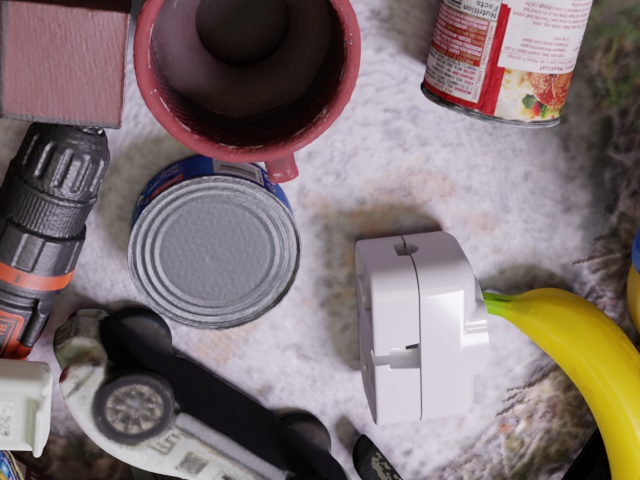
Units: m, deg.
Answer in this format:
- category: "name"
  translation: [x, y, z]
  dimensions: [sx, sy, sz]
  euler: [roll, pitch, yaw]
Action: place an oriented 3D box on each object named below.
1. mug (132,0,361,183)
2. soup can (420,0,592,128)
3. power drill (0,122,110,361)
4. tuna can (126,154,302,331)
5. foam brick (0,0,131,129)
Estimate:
- category: "mug"
  translation: [-0.031, -0.082, 0.472]
  dimensions: [0.093, 0.081, 0.117]
  euler: [-19, 117, 1]
- category: "soup can"
  translation: [0.089, -0.110, 0.483]
  dimensions: [0.068, 0.068, 0.102]
  euler: [6, 115, -11]
- category: "power drill"
  translation: [-0.209, -0.006, 0.498]
  dimensions: [0.187, 0.057, 0.185]
  euler: [22, 111, -18]
- category: "tuna can"
  translation: [-0.054, 0.001, 0.537]
  dimensions: [0.086, 0.034, 0.086]
  euler: [-3, 117, -7]
- category: "foam brick"
  translation: [-0.109, -0.087, 0.461]
  dimensions: [0.051, 0.078, 0.053]
  euler: [3, 118, -11]
